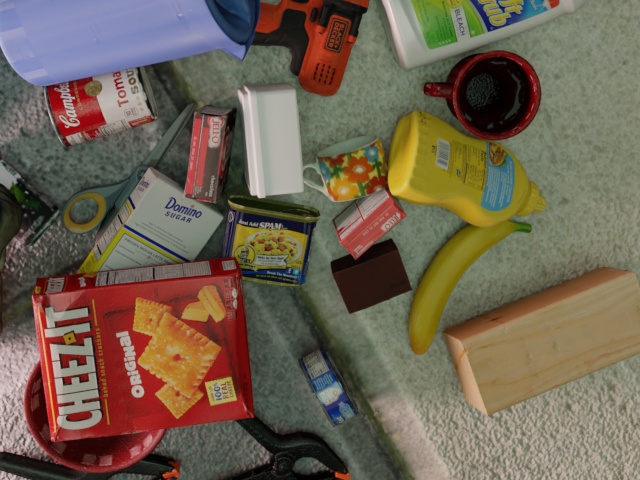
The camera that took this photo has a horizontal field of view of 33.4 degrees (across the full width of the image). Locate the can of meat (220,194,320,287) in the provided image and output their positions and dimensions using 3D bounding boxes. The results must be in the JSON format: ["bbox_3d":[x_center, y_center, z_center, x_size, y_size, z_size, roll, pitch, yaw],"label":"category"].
[{"bbox_3d":[-0.058,0.001,1.171,0.102,0.057,0.084,9,103,-7],"label":"can of meat"}]

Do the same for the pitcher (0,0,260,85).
[{"bbox_3d":[-0.193,-0.237,1.032,0.243,0.144,0.149,-10,78,22],"label":"pitcher"}]

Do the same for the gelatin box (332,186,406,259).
[{"bbox_3d":[0.053,-0.024,1.155,0.073,0.089,0.030,-41,106,8],"label":"gelatin box"}]

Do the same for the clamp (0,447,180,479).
[{"bbox_3d":[-0.262,0.303,1.231,0.210,0.036,0.164,-11,103,-2],"label":"clamp"}]

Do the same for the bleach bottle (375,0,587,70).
[{"bbox_3d":[0.190,-0.266,1.129,0.251,0.068,0.102,-20,104,-2],"label":"bleach bottle"}]

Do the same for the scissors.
[{"bbox_3d":[-0.214,-0.072,1.161,0.096,0.016,0.202,20,101,-14],"label":"scissors"}]

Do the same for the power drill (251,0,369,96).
[{"bbox_3d":[-0.042,-0.260,1.113,0.187,0.057,0.184,15,101,-8],"label":"power drill"}]

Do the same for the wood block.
[{"bbox_3d":[0.253,0.109,1.186,0.206,0.091,0.090,-21,95,-6],"label":"wood block"}]

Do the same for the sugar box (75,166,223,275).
[{"bbox_3d":[-0.194,0.017,1.160,0.093,0.048,0.176,33,96,-30],"label":"sugar box"}]

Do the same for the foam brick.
[{"bbox_3d":[0.056,0.040,1.191,0.078,0.051,0.053,-20,104,0],"label":"foam brick"}]

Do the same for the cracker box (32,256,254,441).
[{"bbox_3d":[-0.183,0.113,1.118,0.213,0.072,0.164,-6,104,-8],"label":"cracker box"}]

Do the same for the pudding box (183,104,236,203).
[{"bbox_3d":[-0.114,-0.093,1.116,0.039,0.113,0.090,9,102,-3],"label":"pudding box"}]

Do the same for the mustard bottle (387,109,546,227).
[{"bbox_3d":[0.166,-0.067,1.156,0.191,0.058,0.096,18,65,-25],"label":"mustard bottle"}]

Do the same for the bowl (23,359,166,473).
[{"bbox_3d":[-0.246,0.175,1.195,0.162,0.055,0.162,-1,103,-4],"label":"bowl"}]

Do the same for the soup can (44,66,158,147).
[{"bbox_3d":[-0.229,-0.144,1.119,0.102,0.068,0.068,-16,103,-1],"label":"soup can"}]

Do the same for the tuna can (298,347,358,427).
[{"bbox_3d":[0.009,0.163,1.197,0.034,0.086,0.086,-28,103,0],"label":"tuna can"}]

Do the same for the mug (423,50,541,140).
[{"bbox_3d":[0.168,-0.158,1.140,0.117,0.081,0.093,0,102,-5],"label":"mug"}]

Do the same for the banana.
[{"bbox_3d":[0.153,0.040,1.205,0.069,0.037,0.198,40,97,-11],"label":"banana"}]

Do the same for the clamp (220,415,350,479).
[{"bbox_3d":[-0.049,0.246,1.235,0.171,0.039,0.120,3,107,-11],"label":"clamp"}]
